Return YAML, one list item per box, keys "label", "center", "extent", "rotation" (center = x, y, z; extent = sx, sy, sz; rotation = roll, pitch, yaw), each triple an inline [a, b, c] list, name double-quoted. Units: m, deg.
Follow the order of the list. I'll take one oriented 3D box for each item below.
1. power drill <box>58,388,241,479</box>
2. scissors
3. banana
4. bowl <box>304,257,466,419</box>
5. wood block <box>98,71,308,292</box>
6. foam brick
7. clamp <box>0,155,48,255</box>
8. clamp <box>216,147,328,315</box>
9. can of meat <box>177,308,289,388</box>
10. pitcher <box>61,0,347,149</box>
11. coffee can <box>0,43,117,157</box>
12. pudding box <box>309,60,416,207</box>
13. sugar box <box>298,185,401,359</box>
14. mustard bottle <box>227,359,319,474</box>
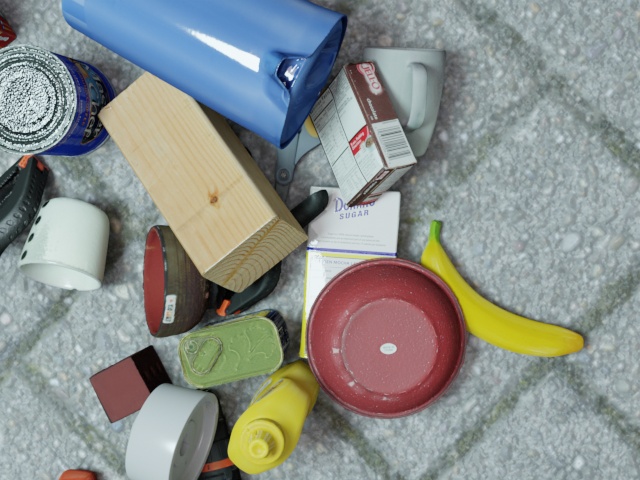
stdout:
- label: "power drill"
  center: [-0.173, 0.258, 1.110]
  extent: [0.188, 0.057, 0.184]
  rotation: [-13, 87, 7]
- label: "scissors"
  center: [-0.018, -0.076, 1.092]
  extent: [0.096, 0.016, 0.202]
  rotation: [-3, 94, 6]
- label: "banana"
  center: [0.170, 0.066, 1.074]
  extent: [0.198, 0.037, 0.070]
  rotation: [39, 98, 2]
- label: "bowl"
  center: [0.065, 0.098, 1.032]
  extent: [0.162, 0.055, 0.162]
  rotation: [0, 93, 0]
- label: "wood block"
  center: [-0.115, -0.063, 1.030]
  extent: [0.091, 0.090, 0.206]
  rotation: [-38, 67, 8]
- label: "foam brick"
  center: [-0.193, 0.146, 1.094]
  extent: [0.051, 0.078, 0.053]
  rotation: [-27, 91, 8]
- label: "clamp"
  center: [-0.348, 0.000, 1.078]
  extent: [0.165, 0.036, 0.209]
  rotation: [-5, 50, 38]
- label: "clamp"
  center: [-0.057, 0.001, 1.074]
  extent: [0.120, 0.039, 0.171]
  rotation: [21, 104, 37]
- label: "can of meat"
  center: [-0.084, 0.106, 1.077]
  extent: [0.102, 0.084, 0.057]
  rotation: [-14, 93, 6]
- label: "pitcher"
  center: [-0.105, -0.193, 0.981]
  extent: [0.243, 0.149, 0.144]
  rotation: [28, 54, 5]
- label: "coffee can"
  center: [-0.267, -0.134, 1.049]
  extent: [0.103, 0.140, 0.103]
  rotation: [0, 94, 5]
- label: "pudding box"
  center: [0.037, -0.101, 1.020]
  extent: [0.039, 0.090, 0.113]
  rotation: [-12, 73, -28]
- label: "sugar box"
  center: [0.031, 0.035, 1.082]
  extent: [0.093, 0.048, 0.176]
  rotation: [5, 91, 5]
- label: "mustard bottle"
  center: [-0.046, 0.175, 1.024]
  extent: [0.058, 0.191, 0.096]
  rotation: [41, 96, 1]
